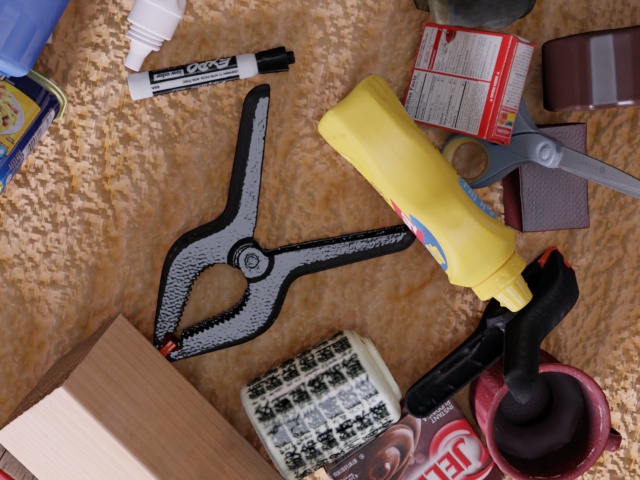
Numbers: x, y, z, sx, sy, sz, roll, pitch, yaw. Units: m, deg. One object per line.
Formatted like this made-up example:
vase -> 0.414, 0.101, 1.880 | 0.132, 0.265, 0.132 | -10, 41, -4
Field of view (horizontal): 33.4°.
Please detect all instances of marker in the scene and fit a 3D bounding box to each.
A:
marker -> -0.078, -0.122, 0.771 | 0.121, 0.020, 0.020 | -11, 100, -4

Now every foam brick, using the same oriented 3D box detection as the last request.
foam brick -> 0.166, -0.048, 0.792 | 0.053, 0.051, 0.078 | -4, 99, -4

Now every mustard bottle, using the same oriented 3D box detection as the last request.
mustard bottle -> 0.080, -0.027, 0.749 | 0.058, 0.096, 0.191 | -41, 91, 2

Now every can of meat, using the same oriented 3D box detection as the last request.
can of meat -> -0.238, -0.087, 0.723 | 0.102, 0.058, 0.084 | 33, 63, -10

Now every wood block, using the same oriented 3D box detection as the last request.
wood block -> -0.115, 0.166, 0.764 | 0.091, 0.090, 0.206 | -36, 103, 33

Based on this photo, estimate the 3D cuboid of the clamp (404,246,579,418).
clamp -> 0.132, 0.069, 0.782 | 0.120, 0.171, 0.039 | -18, 110, 42

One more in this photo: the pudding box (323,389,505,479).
pudding box -> 0.071, 0.175, 0.824 | 0.113, 0.039, 0.090 | -35, 101, 1

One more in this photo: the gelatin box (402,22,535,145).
gelatin box -> 0.103, -0.112, 0.758 | 0.030, 0.089, 0.073 | 8, 99, -41

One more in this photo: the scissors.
scissors -> 0.145, -0.048, 0.737 | 0.016, 0.202, 0.096 | 3, 125, -38

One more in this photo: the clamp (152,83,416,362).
clamp -> -0.055, 0.001, 0.784 | 0.210, 0.036, 0.164 | -40, 101, 2

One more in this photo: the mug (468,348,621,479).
mug -> 0.171, 0.130, 0.805 | 0.117, 0.081, 0.093 | 17, 97, -8
